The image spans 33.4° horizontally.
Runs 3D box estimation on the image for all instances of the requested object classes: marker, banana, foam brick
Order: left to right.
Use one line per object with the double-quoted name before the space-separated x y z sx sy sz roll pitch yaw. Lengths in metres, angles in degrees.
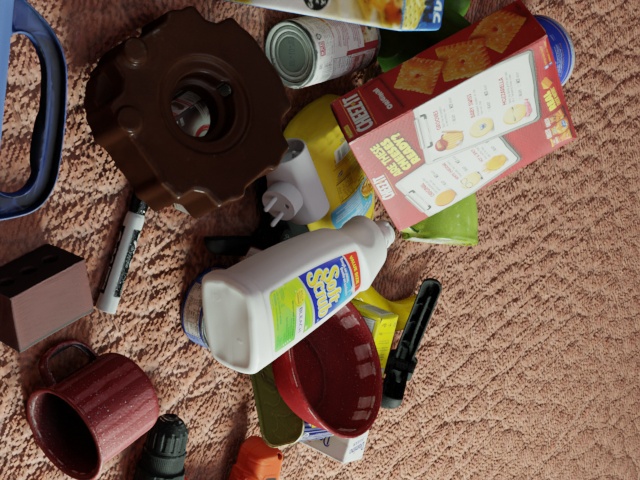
"foam brick" -0.235 0.046 0.877 0.078 0.053 0.051 -33 130 -41
"marker" -0.176 0.006 0.963 0.020 0.020 0.121 16 93 -54
"banana" 0.081 0.077 1.319 0.197 0.037 0.069 8 81 -55

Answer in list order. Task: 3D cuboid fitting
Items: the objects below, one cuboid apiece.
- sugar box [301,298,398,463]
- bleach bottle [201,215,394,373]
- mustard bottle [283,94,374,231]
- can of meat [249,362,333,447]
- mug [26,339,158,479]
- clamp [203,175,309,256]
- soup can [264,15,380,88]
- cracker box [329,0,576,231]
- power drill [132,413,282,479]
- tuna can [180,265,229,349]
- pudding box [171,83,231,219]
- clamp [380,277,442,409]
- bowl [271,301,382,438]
"sugar box" 0.023 0.156 1.228 0.048 0.093 0.176 -1 107 -53
"bleach bottle" -0.008 0.031 1.046 0.250 0.068 0.102 -32 129 -44
"mustard bottle" 0.017 -0.055 1.153 0.096 0.058 0.191 -51 140 -34
"can of meat" -0.025 0.173 1.178 0.083 0.058 0.102 8 66 -56
"mug" -0.204 0.141 0.943 0.081 0.093 0.117 -34 94 -45
"clamp" -0.057 0.001 1.099 0.120 0.039 0.171 -52 136 -23
"soup can" 0.003 -0.193 1.063 0.102 0.069 0.068 -25 124 -44
"cracker box" 0.138 -0.123 1.083 0.214 0.072 0.164 -28 141 6
"power drill" -0.124 0.257 1.116 0.187 0.057 0.184 -1 110 -49
"tuna can" -0.100 0.069 1.078 0.085 0.034 0.086 -26 125 -44
"pudding box" -0.106 -0.090 0.993 0.089 0.039 0.113 -41 134 -32
"clamp" 0.094 0.158 1.290 0.210 0.036 0.164 103 10 -58
"bowl" -0.002 0.133 1.124 0.161 0.055 0.162 30 50 -44
